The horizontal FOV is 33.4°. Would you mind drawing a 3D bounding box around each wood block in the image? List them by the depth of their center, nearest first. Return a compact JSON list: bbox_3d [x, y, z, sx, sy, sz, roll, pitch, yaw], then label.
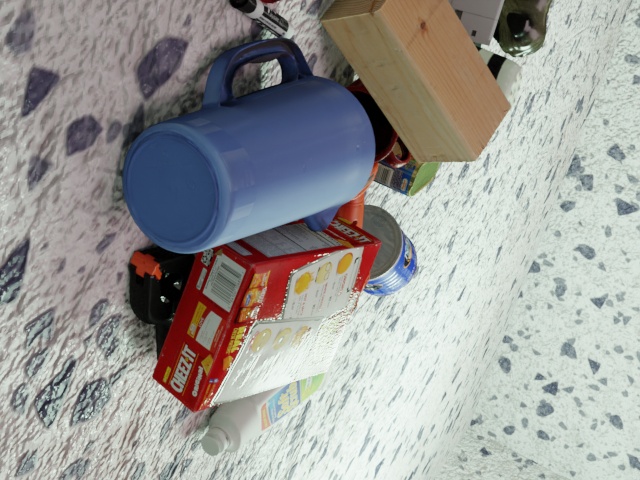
[{"bbox_3d":[0.104,-0.186,1.130,0.206,0.090,0.090,52,60,-31],"label":"wood block"}]

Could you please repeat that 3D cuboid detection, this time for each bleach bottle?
[{"bbox_3d":[-0.072,0.206,1.386,0.250,0.068,0.103,-38,148,-50],"label":"bleach bottle"}]

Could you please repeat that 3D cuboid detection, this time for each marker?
[{"bbox_3d":[-0.052,-0.201,0.951,0.020,0.020,0.121,-66,162,5],"label":"marker"}]

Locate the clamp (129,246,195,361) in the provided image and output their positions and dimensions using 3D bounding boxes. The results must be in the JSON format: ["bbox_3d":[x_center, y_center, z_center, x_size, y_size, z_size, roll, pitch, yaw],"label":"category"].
[{"bbox_3d":[-0.144,0.061,1.019,0.120,0.039,0.171,-67,157,-8],"label":"clamp"}]

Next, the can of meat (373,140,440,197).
[{"bbox_3d":[0.106,-0.106,1.423,0.101,0.084,0.057,-38,149,-54],"label":"can of meat"}]

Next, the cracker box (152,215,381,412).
[{"bbox_3d":[-0.050,0.065,1.052,0.213,0.072,0.164,-9,127,-54],"label":"cracker box"}]

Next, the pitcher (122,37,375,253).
[{"bbox_3d":[-0.063,-0.078,0.940,0.145,0.149,0.242,-54,166,29],"label":"pitcher"}]

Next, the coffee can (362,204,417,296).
[{"bbox_3d":[0.073,0.016,1.465,0.103,0.103,0.140,-63,163,-5],"label":"coffee can"}]

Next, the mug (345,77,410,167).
[{"bbox_3d":[0.066,-0.137,1.230,0.093,0.117,0.081,-34,-172,36],"label":"mug"}]
